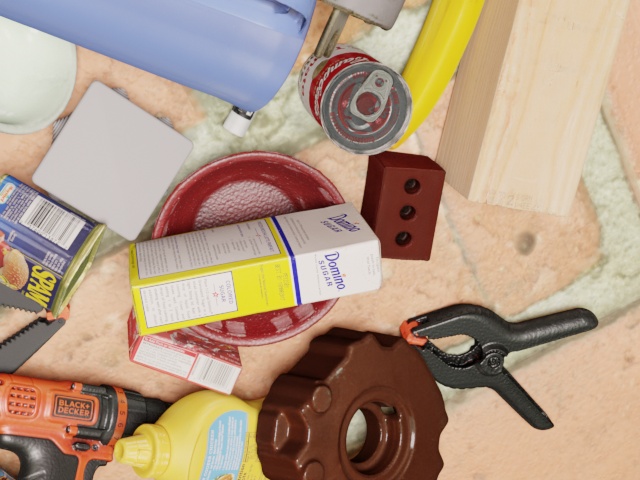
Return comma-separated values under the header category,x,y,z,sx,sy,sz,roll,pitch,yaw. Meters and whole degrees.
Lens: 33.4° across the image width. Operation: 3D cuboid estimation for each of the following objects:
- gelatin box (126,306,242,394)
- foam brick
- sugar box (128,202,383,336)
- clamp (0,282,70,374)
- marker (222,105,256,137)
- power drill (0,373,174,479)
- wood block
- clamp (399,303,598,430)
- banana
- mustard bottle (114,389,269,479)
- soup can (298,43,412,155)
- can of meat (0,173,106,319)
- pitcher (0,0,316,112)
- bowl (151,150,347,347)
category,x,y,z,sx,sy,sz,roll,pitch,yaw
gelatin box,-0.110,0.083,0.859,0.089,0.073,0.030,22,105,-17
foam brick,0.065,-0.029,0.867,0.053,0.051,0.078,4,107,-13
sugar box,-0.050,0.019,0.778,0.176,0.093,0.048,-8,111,-8
clamp,-0.304,0.064,0.831,0.209,0.036,0.164,-17,100,-10
marker,-0.039,-0.137,0.827,0.020,0.020,0.121,26,102,-18
power drill,-0.187,0.204,0.838,0.184,0.057,0.187,15,66,-31
wood block,0.165,-0.134,0.831,0.090,0.091,0.206,8,106,-15
clamp,0.157,0.091,0.932,0.171,0.039,0.120,22,101,-17
banana,0.092,-0.164,0.822,0.037,0.069,0.198,32,118,25
mustard bottle,-0.079,0.170,0.862,0.191,0.058,0.096,9,97,-41
soup can,0.024,-0.109,0.805,0.068,0.102,0.068,-3,109,-10
can of meat,-0.214,0.004,0.793,0.084,0.102,0.057,31,61,-6
pitcher,-0.126,-0.181,0.693,0.242,0.145,0.149,15,136,-25
bowl,-0.056,0.001,0.851,0.162,0.055,0.162,-3,109,-10
